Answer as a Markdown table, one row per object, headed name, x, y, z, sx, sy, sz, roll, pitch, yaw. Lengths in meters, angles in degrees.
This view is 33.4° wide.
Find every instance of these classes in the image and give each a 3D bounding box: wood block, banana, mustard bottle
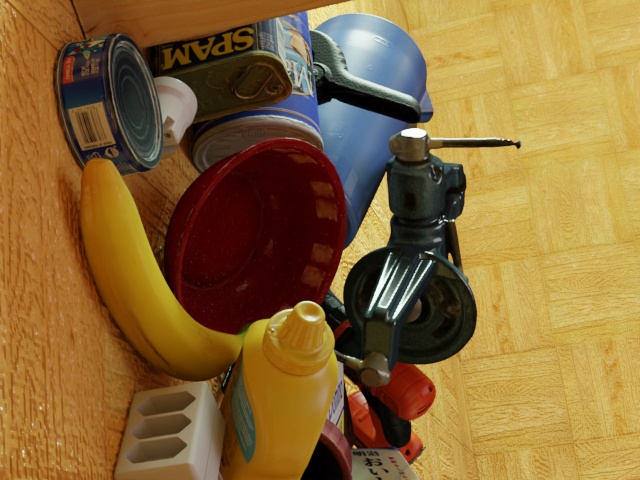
| name | x | y | z | sx | sy | sz | roll | pitch | yaw |
| --- | --- | --- | --- | --- | --- | --- | --- | --- | --- |
| wood block | -0.051 | -0.190 | 0.669 | 0.090 | 0.206 | 0.091 | -80 | 157 | -59 |
| banana | -0.098 | 0.034 | 0.645 | 0.197 | 0.037 | 0.069 | 57 | 35 | -48 |
| mustard bottle | -0.030 | 0.105 | 0.662 | 0.192 | 0.058 | 0.096 | 110 | -20 | -43 |

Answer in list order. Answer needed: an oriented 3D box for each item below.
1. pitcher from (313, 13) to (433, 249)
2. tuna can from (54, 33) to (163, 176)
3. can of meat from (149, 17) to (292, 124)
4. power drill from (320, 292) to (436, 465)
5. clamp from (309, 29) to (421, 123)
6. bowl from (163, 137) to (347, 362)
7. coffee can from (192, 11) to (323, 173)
| name | x | y | z | sx | sy | sz | roll | pitch | yaw |
| --- | --- | --- | --- | --- | --- | --- | --- | --- | --- |
| pitcher | 0.003 | -0.104 | 1.018 | 0.145 | 0.149 | 0.242 | 66 | 32 | -36 |
| tuna can | -0.125 | -0.080 | 0.642 | 0.086 | 0.034 | 0.086 | -11 | 90 | -79 |
| can of meat | -0.075 | -0.141 | 0.778 | 0.057 | 0.102 | 0.084 | 60 | 20 | -57 |
| power drill | 0.042 | 0.145 | 1.083 | 0.185 | 0.057 | 0.187 | 43 | -22 | 32 |
| clamp | -0.010 | -0.126 | 0.926 | 0.172 | 0.120 | 0.039 | 43 | -23 | 30 |
| bowl | -0.055 | 0.001 | 0.746 | 0.161 | 0.055 | 0.162 | -24 | 124 | -41 |
| coffee can | -0.055 | -0.129 | 0.860 | 0.102 | 0.103 | 0.140 | 55 | 26 | -64 |
